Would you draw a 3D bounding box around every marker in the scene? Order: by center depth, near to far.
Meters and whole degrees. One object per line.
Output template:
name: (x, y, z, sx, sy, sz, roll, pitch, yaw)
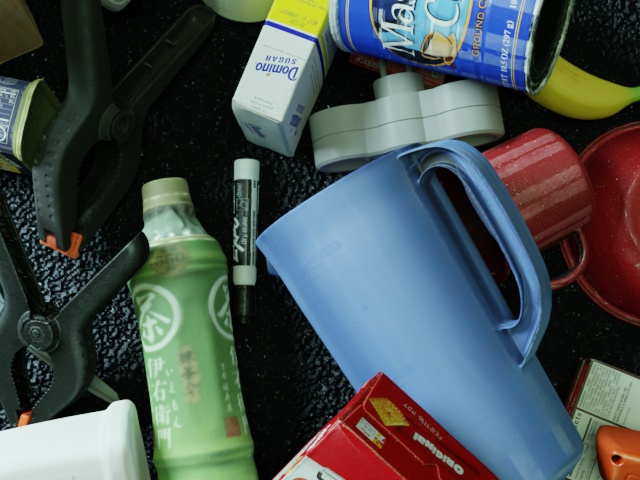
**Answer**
marker: (-0.055, 0.001, 0.782, 0.020, 0.020, 0.121, 1, 82, -2)

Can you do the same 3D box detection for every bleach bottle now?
bleach bottle: (-0.244, 0.176, 0.719, 0.251, 0.068, 0.102, -8, 112, -2)

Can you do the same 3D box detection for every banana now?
banana: (0.157, -0.150, 0.789, 0.197, 0.037, 0.069, 40, 86, -12)

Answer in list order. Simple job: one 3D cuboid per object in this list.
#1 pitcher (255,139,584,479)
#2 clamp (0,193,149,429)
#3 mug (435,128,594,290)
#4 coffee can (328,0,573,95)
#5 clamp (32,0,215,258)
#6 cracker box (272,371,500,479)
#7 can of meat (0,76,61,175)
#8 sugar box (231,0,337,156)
pitcher: (0.078, 0.060, 0.715, 0.145, 0.149, 0.243, -31, 85, -11)
clamp: (-0.178, 0.055, 0.730, 0.120, 0.039, 0.171, 9, 107, 15)
mug: (0.145, -0.019, 0.754, 0.081, 0.093, 0.117, -27, 71, -14)
coffee can: (0.090, -0.163, 0.717, 0.140, 0.102, 0.103, 17, 81, 20)
clamp: (-0.146, -0.091, 0.755, 0.036, 0.164, 0.210, 23, 104, 26)
cracker box: (0.029, 0.208, 0.674, 0.164, 0.072, 0.214, 42, 125, 4)
can of meat: (-0.232, -0.083, 0.746, 0.084, 0.102, 0.057, 12, 80, 2)
sugar box: (-0.009, -0.156, 0.768, 0.048, 0.093, 0.176, 23, 81, 7)
